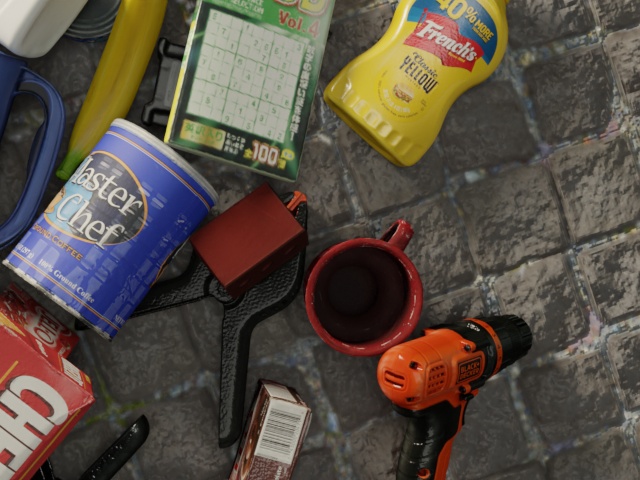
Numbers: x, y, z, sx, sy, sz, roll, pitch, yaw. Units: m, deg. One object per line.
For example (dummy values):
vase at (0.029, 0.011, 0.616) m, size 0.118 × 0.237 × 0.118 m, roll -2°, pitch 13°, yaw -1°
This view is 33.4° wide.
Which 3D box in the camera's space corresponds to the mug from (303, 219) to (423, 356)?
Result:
mug at (0.036, 0.033, 0.868) m, size 0.093 × 0.081 × 0.117 m, roll 32°, pitch 88°, yaw -7°

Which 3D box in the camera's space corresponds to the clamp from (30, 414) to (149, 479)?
clamp at (-0.202, 0.205, 0.865) m, size 0.120 × 0.039 × 0.171 m, roll 5°, pitch 98°, yaw 8°

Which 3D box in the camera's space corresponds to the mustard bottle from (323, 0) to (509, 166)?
mustard bottle at (0.097, -0.160, 0.879) m, size 0.096 × 0.058 × 0.191 m, roll 41°, pitch 87°, yaw -7°

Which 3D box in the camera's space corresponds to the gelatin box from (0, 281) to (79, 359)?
gelatin box at (-0.230, 0.072, 0.833) m, size 0.073 × 0.089 × 0.030 m, roll 42°, pitch 95°, yaw -8°

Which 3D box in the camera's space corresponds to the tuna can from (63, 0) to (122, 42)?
tuna can at (-0.187, -0.202, 0.854) m, size 0.086 × 0.034 × 0.086 m, roll 0°, pitch 92°, yaw -7°

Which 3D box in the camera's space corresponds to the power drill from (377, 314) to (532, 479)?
power drill at (0.107, 0.156, 0.869) m, size 0.184 × 0.057 × 0.188 m, roll -9°, pitch 107°, yaw -47°

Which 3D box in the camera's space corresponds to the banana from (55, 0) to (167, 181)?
banana at (-0.153, -0.137, 0.829) m, size 0.037 × 0.069 × 0.198 m, roll 21°, pitch 114°, yaw -14°

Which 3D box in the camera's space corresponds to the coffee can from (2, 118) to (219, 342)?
coffee can at (-0.160, -0.008, 0.822) m, size 0.103 × 0.103 × 0.140 m, roll 38°, pitch 79°, yaw -7°

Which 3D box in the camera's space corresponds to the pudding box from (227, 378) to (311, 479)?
pudding box at (-0.046, 0.175, 0.860) m, size 0.039 × 0.090 × 0.113 m, roll 19°, pitch 89°, yaw -10°

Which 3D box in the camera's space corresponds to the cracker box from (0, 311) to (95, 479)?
cracker box at (-0.289, 0.102, 0.730) m, size 0.213 × 0.072 × 0.164 m, roll 41°, pitch 85°, yaw -16°

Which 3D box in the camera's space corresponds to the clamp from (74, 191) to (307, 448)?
clamp at (-0.073, 0.052, 0.872) m, size 0.210 × 0.036 × 0.164 m, roll -44°, pitch 85°, yaw -5°

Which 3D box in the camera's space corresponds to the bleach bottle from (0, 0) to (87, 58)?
bleach bottle at (-0.288, -0.251, 0.808) m, size 0.251 × 0.068 × 0.102 m, roll 40°, pitch 99°, yaw 7°

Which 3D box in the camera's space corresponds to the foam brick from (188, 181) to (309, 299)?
foam brick at (-0.055, 0.001, 0.833) m, size 0.078 × 0.053 × 0.051 m, roll -36°, pitch 79°, yaw -6°
